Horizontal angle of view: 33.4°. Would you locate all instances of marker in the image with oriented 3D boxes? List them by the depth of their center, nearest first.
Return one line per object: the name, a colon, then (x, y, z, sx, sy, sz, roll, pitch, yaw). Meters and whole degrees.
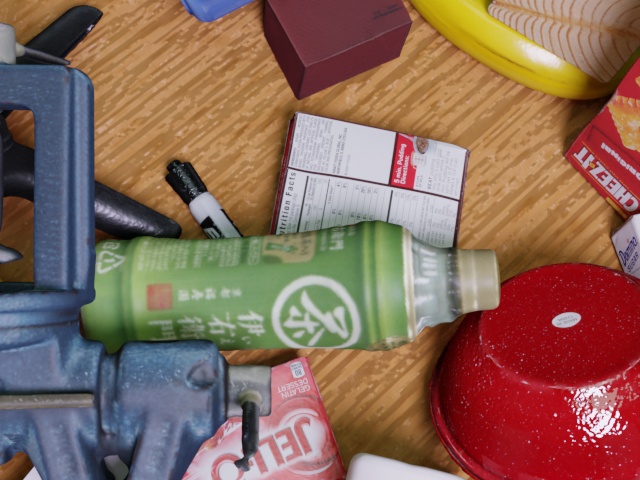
marker: (-0.054, 0.001, 0.637, 0.020, 0.020, 0.121, -34, 79, -15)

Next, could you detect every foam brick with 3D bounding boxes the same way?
foam brick: (0.010, -0.133, 0.669, 0.078, 0.051, 0.053, -24, 78, -13)

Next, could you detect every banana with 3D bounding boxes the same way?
banana: (0.123, -0.139, 0.695, 0.198, 0.037, 0.069, 25, 54, 0)

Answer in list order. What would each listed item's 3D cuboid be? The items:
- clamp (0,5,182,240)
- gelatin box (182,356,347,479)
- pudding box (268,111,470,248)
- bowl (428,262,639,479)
clamp: (-0.181, -0.049, 0.594, 0.209, 0.036, 0.164, -19, 77, -40)
gelatin box: (-0.038, 0.114, 0.598, 0.089, 0.030, 0.073, -17, 76, -11)
pudding box: (0.029, -0.022, 0.644, 0.113, 0.039, 0.090, 11, 72, -1)
bowl: (0.135, 0.063, 0.577, 0.162, 0.055, 0.162, -10, 40, 8)
